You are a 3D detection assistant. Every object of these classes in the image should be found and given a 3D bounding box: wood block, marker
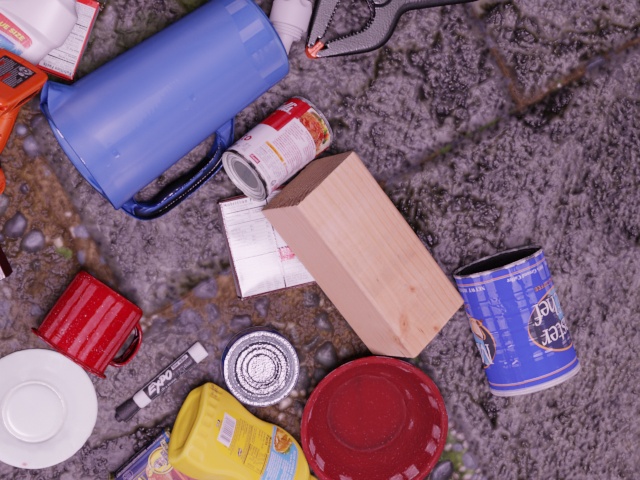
[{"bbox_3d":[0.046,0.017,1.126,0.090,0.091,0.206,-45,107,-23],"label":"wood block"},{"bbox_3d":[-0.174,0.155,1.158,0.121,0.020,0.020,-40,98,-5],"label":"marker"}]

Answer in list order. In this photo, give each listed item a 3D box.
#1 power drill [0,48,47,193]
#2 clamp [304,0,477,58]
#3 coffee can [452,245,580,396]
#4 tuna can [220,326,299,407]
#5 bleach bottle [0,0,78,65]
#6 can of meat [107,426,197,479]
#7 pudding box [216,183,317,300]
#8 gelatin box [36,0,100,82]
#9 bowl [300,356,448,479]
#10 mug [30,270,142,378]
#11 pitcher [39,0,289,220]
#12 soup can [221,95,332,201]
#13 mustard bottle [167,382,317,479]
[{"bbox_3d":[-0.336,-0.079,1.012,0.057,0.184,0.188,31,119,-6],"label":"power drill"},{"bbox_3d":[0.071,-0.267,1.169,0.164,0.036,0.210,41,88,-8],"label":"clamp"},{"bbox_3d":[0.216,0.087,1.174,0.102,0.103,0.140,-19,95,-8],"label":"coffee can"},{"bbox_3d":[-0.066,0.138,1.167,0.086,0.034,0.086,0,93,-9],"label":"tuna can"},{"bbox_3d":[-0.344,-0.196,1.070,0.251,0.068,0.102,-36,98,5],"label":"bleach bottle"},{"bbox_3d":[-0.163,0.264,1.147,0.084,0.057,0.102,-42,98,-7],"label":"can of meat"},{"bbox_3d":[-0.057,0.001,1.161,0.090,0.039,0.113,-13,92,-8],"label":"pudding box"},{"bbox_3d":[-0.280,-0.220,1.120,0.073,0.030,0.089,19,92,-9],"label":"gelatin box"},{"bbox_3d":[0.055,0.198,1.172,0.162,0.055,0.162,-1,100,-7],"label":"bowl"},{"bbox_3d":[-0.232,0.091,1.118,0.117,0.093,0.081,41,80,-39],"label":"mug"},{"bbox_3d":[-0.151,-0.142,1.103,0.242,0.149,0.145,-36,76,-9],"label":"pitcher"},{"bbox_3d":[-0.046,-0.097,1.129,0.102,0.069,0.068,-42,98,-23],"label":"soup can"},{"bbox_3d":[-0.069,0.238,1.142,0.191,0.058,0.096,37,45,-24],"label":"mustard bottle"}]
